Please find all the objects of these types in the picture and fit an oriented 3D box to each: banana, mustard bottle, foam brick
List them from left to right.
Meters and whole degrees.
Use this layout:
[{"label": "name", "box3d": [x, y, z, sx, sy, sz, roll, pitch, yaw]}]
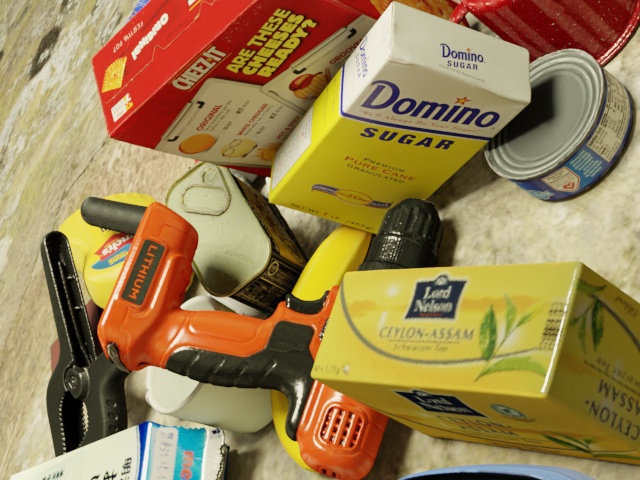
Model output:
[{"label": "foam brick", "box3d": [-0.197, 0.096, 0.949, 0.078, 0.053, 0.051, -46, 35, 21]}, {"label": "mustard bottle", "box3d": [-0.162, 0.019, 0.933, 0.096, 0.058, 0.192, -20, 30, -18]}, {"label": "banana", "box3d": [0.001, 0.073, 0.714, 0.070, 0.037, 0.198, -7, 58, 17]}]

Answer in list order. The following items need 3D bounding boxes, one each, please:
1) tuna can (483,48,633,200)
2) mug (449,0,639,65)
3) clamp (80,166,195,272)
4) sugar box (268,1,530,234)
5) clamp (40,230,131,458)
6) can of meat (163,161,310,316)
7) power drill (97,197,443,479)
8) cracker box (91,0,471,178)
[{"label": "tuna can", "box3d": [0.140, -0.067, 0.629, 0.086, 0.033, 0.086, -34, 41, 35]}, {"label": "mug", "box3d": [0.130, -0.151, 0.663, 0.117, 0.081, 0.093, -32, 42, 37]}, {"label": "clamp", "box3d": [-0.107, -0.017, 0.894, 0.172, 0.039, 0.120, 27, 45, 36]}, {"label": "sugar box", "box3d": [0.043, -0.067, 0.663, 0.176, 0.093, 0.048, 135, 145, -56]}, {"label": "clamp", "box3d": [-0.180, 0.110, 0.866, 0.165, 0.036, 0.210, 17, 106, 42]}, {"label": "can of meat", "box3d": [-0.055, 0.001, 0.766, 0.057, 0.083, 0.102, -38, 62, 11]}, {"label": "power drill", "box3d": [-0.029, 0.037, 0.663, 0.188, 0.057, 0.184, 16, 67, 11]}, {"label": "cracker box", "box3d": [-0.016, -0.117, 0.707, 0.164, 0.213, 0.072, -36, 61, 31]}]
